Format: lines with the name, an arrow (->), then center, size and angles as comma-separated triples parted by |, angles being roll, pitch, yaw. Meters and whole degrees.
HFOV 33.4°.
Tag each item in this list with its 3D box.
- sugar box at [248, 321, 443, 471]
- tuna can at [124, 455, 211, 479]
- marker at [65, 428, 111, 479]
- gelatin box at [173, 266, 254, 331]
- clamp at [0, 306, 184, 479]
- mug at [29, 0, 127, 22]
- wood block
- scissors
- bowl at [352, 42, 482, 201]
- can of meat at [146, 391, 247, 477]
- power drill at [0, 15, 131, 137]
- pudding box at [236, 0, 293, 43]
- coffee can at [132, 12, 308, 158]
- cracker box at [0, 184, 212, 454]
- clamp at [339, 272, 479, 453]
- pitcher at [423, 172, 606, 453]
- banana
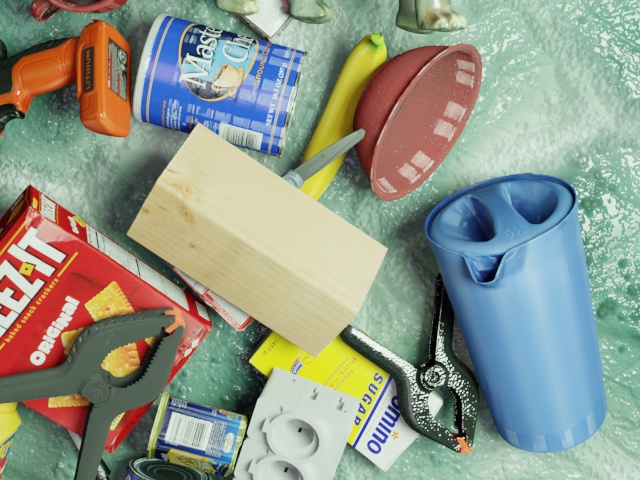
sugar box -> 0.026, 0.136, 1.048 | 0.176, 0.048, 0.093 | 39, 96, -3
tuna can -> -0.150, 0.241, 1.044 | 0.086, 0.086, 0.034 | 14, 96, -1
marker -> -0.245, 0.191, 1.072 | 0.020, 0.020, 0.121 | -27, 96, 4
gelatin box -> -0.097, 0.042, 1.025 | 0.089, 0.073, 0.030 | 44, 97, -5
clamp -> -0.202, 0.141, 0.973 | 0.210, 0.036, 0.164 | -34, 116, -1
mug -> -0.222, -0.246, 0.986 | 0.093, 0.081, 0.117 | 44, 95, -4
wood block -> -0.057, 0.002, 0.963 | 0.206, 0.090, 0.090 | 33, 138, -6
scissors -> -0.022, -0.038, 0.994 | 0.202, 0.016, 0.096 | -14, 116, 35
bowl -> 0.079, -0.118, 0.978 | 0.055, 0.162, 0.162 | 35, 97, 25
can of meat -> -0.120, 0.190, 1.030 | 0.084, 0.102, 0.057 | 16, 69, -4
power drill -> -0.267, -0.119, 0.971 | 0.188, 0.057, 0.184 | -6, 75, 17
pudding box -> -0.046, -0.257, 1.004 | 0.090, 0.039, 0.113 | 39, 94, -4
coffee can -> -0.091, -0.143, 0.986 | 0.140, 0.103, 0.103 | 15, 97, -1
cracker box -> -0.233, 0.078, 1.001 | 0.213, 0.072, 0.164 | 37, 97, -24
clamp -> 0.091, 0.126, 1.011 | 0.120, 0.039, 0.171 | -17, 90, -2
pitcher -> 0.191, 0.065, 0.979 | 0.149, 0.145, 0.243 | -27, 118, -16
banana -> 0.017, -0.116, 1.003 | 0.037, 0.069, 0.198 | 30, 118, 12
